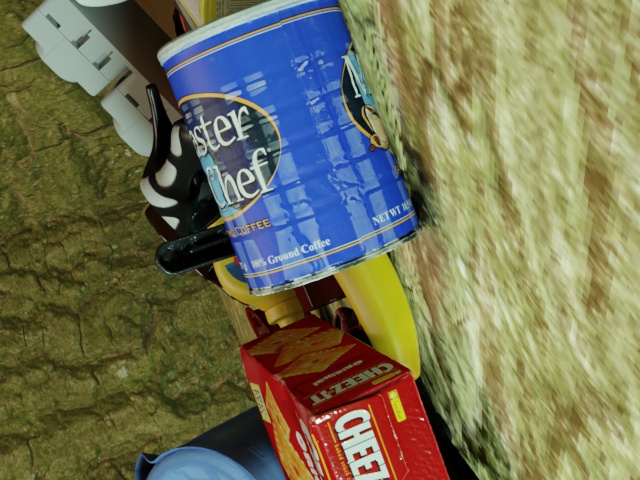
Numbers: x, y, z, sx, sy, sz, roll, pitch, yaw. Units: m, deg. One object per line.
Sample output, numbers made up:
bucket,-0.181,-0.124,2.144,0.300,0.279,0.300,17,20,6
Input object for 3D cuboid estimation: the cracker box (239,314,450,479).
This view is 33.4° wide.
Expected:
cracker box,0.021,0.148,0.692,0.214,0.072,0.164,-160,48,-75

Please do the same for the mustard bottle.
mustard bottle,-0.056,0.001,0.987,0.058,0.096,0.191,111,137,-77

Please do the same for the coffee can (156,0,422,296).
coffee can,-0.016,-0.054,0.581,0.103,0.102,0.140,-170,59,-80

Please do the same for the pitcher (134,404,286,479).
pitcher,-0.027,0.203,0.904,0.242,0.145,0.149,-23,-87,-60

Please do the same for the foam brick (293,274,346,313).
foam brick,0.004,0.021,0.804,0.078,0.053,0.051,135,114,-80

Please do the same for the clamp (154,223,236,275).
clamp,-0.046,-0.008,0.795,0.171,0.120,0.039,1,-108,-73

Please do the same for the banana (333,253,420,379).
banana,0.007,0.003,0.684,0.037,0.069,0.197,-25,112,40
